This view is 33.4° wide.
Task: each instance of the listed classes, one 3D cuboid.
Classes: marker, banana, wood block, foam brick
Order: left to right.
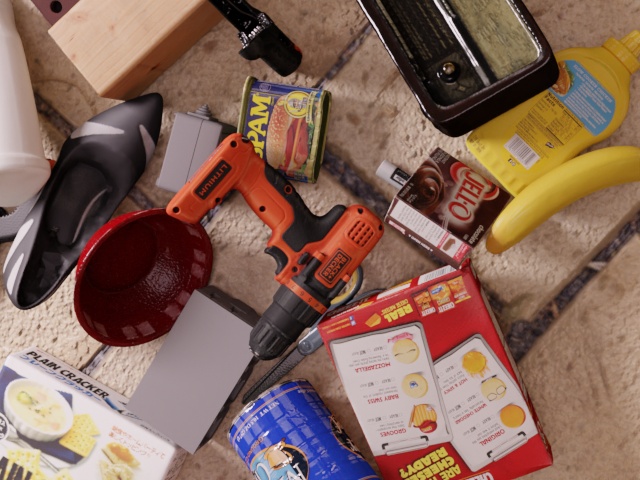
[{"bbox_3d":[-0.254,-0.259,1.132,0.078,0.051,0.053,-41,86,11],"label":"foam brick"},{"bbox_3d":[-0.162,-0.244,1.094,0.206,0.090,0.090,-40,86,11],"label":"wood block"},{"bbox_3d":[0.111,-0.042,1.086,0.121,0.020,0.020,34,100,7],"label":"marker"},{"bbox_3d":[0.245,-0.046,1.011,0.197,0.037,0.069,-19,114,-5],"label":"banana"}]

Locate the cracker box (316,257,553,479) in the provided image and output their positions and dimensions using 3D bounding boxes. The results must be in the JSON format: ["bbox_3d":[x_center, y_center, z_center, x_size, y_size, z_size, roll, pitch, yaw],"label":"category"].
[{"bbox_3d":[0.114,0.144,1.065,0.164,0.072,0.214,-23,96,14],"label":"cracker box"}]

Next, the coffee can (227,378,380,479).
[{"bbox_3d":[-0.014,0.224,1.067,0.103,0.102,0.140,-45,63,11],"label":"coffee can"}]

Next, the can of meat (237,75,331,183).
[{"bbox_3d":[-0.038,-0.112,1.095,0.084,0.057,0.102,10,97,8],"label":"can of meat"}]

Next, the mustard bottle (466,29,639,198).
[{"bbox_3d":[0.239,-0.129,1.033,0.192,0.058,0.096,-45,85,12],"label":"mustard bottle"}]

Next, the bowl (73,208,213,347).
[{"bbox_3d":[-0.194,0.029,1.108,0.055,0.161,0.162,36,102,41],"label":"bowl"}]

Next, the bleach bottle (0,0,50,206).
[{"bbox_3d":[-0.338,-0.167,1.118,0.103,0.067,0.251,-35,61,50],"label":"bleach bottle"}]

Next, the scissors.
[{"bbox_3d":[-0.016,0.090,1.124,0.202,0.016,0.096,-26,89,12],"label":"scissors"}]

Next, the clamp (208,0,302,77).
[{"bbox_3d":[-0.058,-0.195,1.032,0.039,0.171,0.120,-35,61,18],"label":"clamp"}]

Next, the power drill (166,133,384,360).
[{"bbox_3d":[-0.057,0.001,1.048,0.187,0.057,0.184,40,87,-12],"label":"power drill"}]

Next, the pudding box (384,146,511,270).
[{"bbox_3d":[0.124,-0.033,1.039,0.090,0.113,0.039,34,133,8],"label":"pudding box"}]
